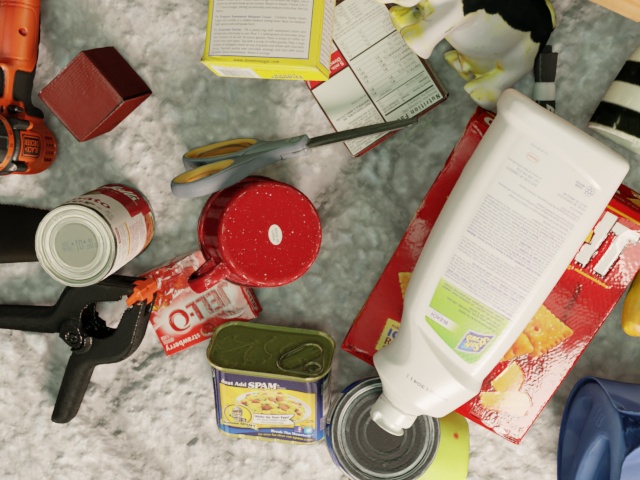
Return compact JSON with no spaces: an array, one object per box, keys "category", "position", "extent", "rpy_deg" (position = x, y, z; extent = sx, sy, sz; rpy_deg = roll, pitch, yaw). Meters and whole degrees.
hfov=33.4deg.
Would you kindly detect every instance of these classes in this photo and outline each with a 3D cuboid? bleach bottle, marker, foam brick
[{"category":"bleach bottle","position":[0.105,0.026,0.750],"extent":[0.102,0.068,0.251],"rpy_deg":[33,104,2]},{"category":"marker","position":[0.175,-0.092,0.836],"extent":[0.020,0.020,0.121],"rpy_deg":[1,101,8]},{"category":"foam brick","position":[-0.179,-0.118,0.853],"extent":[0.053,0.078,0.051],"rpy_deg":[-39,95,14]}]

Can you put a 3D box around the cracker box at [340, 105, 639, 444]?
[{"category":"cracker box","position":[0.138,0.030,0.828],"extent":[0.164,0.072,0.214],"rpy_deg":[30,112,2]}]

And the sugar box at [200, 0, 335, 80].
[{"category":"sugar box","position":[-0.033,-0.213,0.806],"extent":[0.093,0.048,0.176],"rpy_deg":[5,85,14]}]

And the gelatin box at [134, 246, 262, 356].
[{"category":"gelatin box","position":[-0.104,0.046,0.900],"extent":[0.089,0.030,0.073],"rpy_deg":[-23,97,12]}]

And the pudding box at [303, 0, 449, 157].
[{"category":"pudding box","position":[0.035,-0.135,0.839],"extent":[0.090,0.039,0.113],"rpy_deg":[-32,97,13]}]

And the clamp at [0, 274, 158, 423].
[{"category":"clamp","position":[-0.201,0.087,0.908],"extent":[0.172,0.039,0.120],"rpy_deg":[-21,106,29]}]

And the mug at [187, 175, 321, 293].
[{"category":"mug","position":[-0.055,0.001,0.837],"extent":[0.117,0.081,0.093],"rpy_deg":[-36,99,-10]}]

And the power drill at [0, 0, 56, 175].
[{"category":"power drill","position":[-0.252,-0.142,0.815],"extent":[0.057,0.184,0.188],"rpy_deg":[5,93,7]}]

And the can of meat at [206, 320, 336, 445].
[{"category":"can of meat","position":[-0.039,0.119,0.879],"extent":[0.102,0.057,0.084],"rpy_deg":[6,128,8]}]

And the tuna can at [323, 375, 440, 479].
[{"category":"tuna can","position":[0.047,0.145,0.810],"extent":[0.086,0.034,0.086],"rpy_deg":[1,82,-6]}]

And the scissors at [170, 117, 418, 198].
[{"category":"scissors","position":[-0.032,-0.063,0.816],"extent":[0.202,0.096,0.016],"rpy_deg":[-3,118,33]}]

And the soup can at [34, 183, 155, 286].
[{"category":"soup can","position":[-0.181,-0.005,0.864],"extent":[0.068,0.102,0.068],"rpy_deg":[2,102,8]}]
